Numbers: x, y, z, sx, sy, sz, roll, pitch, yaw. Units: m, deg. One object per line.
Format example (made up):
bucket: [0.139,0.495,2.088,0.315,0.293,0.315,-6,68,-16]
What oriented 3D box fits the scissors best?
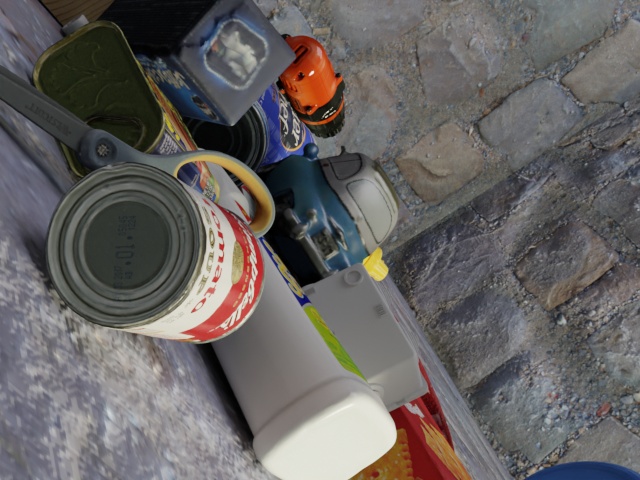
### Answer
scissors: [-0.106,-0.022,0.514,0.201,0.096,0.016,18,-8,-39]

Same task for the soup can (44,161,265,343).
soup can: [-0.068,0.008,0.462,0.068,0.068,0.102,58,4,12]

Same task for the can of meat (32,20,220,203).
can of meat: [-0.107,-0.059,0.602,0.102,0.057,0.084,60,3,32]

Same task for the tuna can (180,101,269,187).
tuna can: [-0.083,-0.080,0.830,0.086,0.086,0.034,56,6,-10]

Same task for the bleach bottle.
bleach bottle: [-0.049,0.023,0.634,0.251,0.068,0.102,57,3,31]

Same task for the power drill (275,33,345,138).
power drill: [-0.055,-0.183,1.039,0.188,0.057,0.184,38,-7,15]
